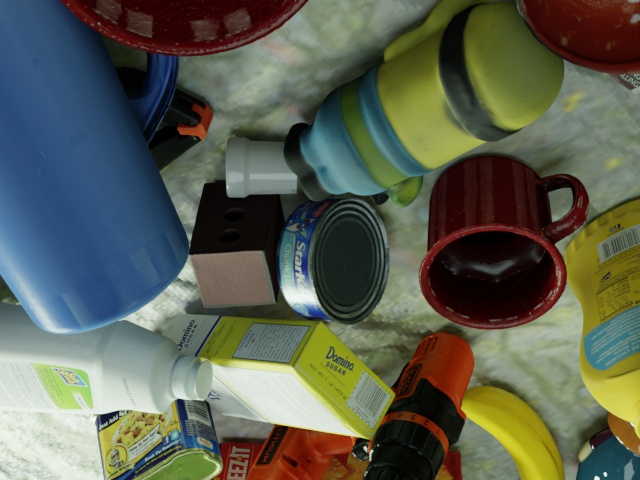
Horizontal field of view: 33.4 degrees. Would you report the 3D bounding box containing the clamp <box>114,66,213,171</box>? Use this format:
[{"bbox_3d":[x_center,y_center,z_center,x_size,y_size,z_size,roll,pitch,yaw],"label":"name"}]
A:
[{"bbox_3d":[-0.159,-0.083,0.694,0.171,0.039,0.120,-10,131,10],"label":"clamp"}]

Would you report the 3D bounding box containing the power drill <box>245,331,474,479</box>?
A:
[{"bbox_3d":[0.025,0.162,0.807,0.188,0.184,0.057,-29,107,39],"label":"power drill"}]

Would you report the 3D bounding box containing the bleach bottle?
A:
[{"bbox_3d":[-0.198,0.094,0.799,0.251,0.068,0.102,5,142,19],"label":"bleach bottle"}]

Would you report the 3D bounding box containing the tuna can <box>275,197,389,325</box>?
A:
[{"bbox_3d":[0.009,0.014,0.725,0.034,0.086,0.086,2,138,40],"label":"tuna can"}]

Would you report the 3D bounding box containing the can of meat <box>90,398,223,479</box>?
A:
[{"bbox_3d":[-0.132,0.162,0.861,0.102,0.084,0.057,-33,139,17],"label":"can of meat"}]

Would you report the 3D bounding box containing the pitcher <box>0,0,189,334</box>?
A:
[{"bbox_3d":[-0.161,-0.075,0.615,0.149,0.145,0.243,-12,118,23],"label":"pitcher"}]

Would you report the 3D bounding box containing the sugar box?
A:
[{"bbox_3d":[-0.039,0.097,0.786,0.177,0.048,0.093,2,142,50],"label":"sugar box"}]

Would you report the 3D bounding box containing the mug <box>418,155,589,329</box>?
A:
[{"bbox_3d":[0.121,-0.007,0.697,0.117,0.081,0.093,-31,122,30],"label":"mug"}]

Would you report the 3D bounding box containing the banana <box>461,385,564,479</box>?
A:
[{"bbox_3d":[0.166,0.177,0.892,0.070,0.037,0.197,-5,133,41],"label":"banana"}]

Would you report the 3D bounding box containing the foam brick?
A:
[{"bbox_3d":[-0.055,0.001,0.729,0.053,0.078,0.051,-4,131,7],"label":"foam brick"}]

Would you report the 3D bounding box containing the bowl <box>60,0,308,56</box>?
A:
[{"bbox_3d":[-0.071,-0.178,0.548,0.162,0.055,0.162,-5,129,-6],"label":"bowl"}]
